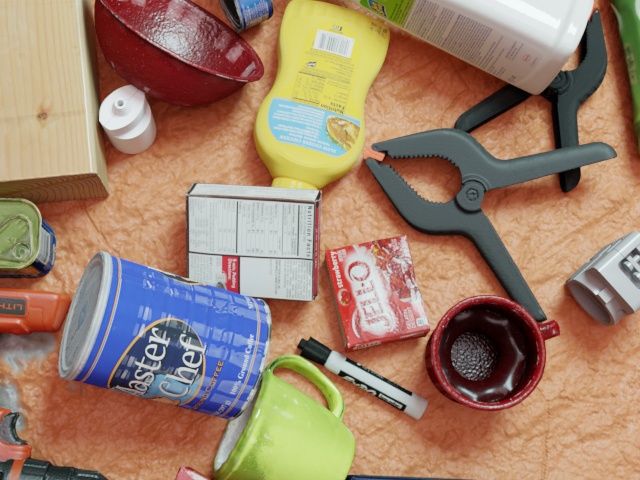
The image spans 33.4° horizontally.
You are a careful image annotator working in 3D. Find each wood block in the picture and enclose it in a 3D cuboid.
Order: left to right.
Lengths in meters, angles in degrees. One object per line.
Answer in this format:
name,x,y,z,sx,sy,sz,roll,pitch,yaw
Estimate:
wood block,-0.238,-0.142,0.908,0.090,0.090,0.206,-6,80,-5

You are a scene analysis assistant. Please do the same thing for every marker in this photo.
marker,0.035,0.116,0.911,0.121,0.020,0.020,29,80,2

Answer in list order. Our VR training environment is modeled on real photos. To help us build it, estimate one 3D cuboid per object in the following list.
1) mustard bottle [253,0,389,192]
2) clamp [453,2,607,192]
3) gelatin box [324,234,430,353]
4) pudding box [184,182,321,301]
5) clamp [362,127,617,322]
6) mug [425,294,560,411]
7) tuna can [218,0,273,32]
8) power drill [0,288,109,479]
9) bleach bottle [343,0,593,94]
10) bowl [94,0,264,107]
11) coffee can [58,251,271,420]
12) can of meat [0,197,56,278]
mustard bottle,-0.006,-0.107,0.928,0.096,0.058,0.191,15,79,-6
clamp,0.212,-0.130,0.954,0.120,0.039,0.171,36,87,-2
gelatin box,0.048,0.046,0.913,0.073,0.030,0.089,-11,72,-4
pudding box,-0.056,0.001,0.893,0.113,0.039,0.090,4,107,5
clamp,0.133,-0.029,0.927,0.210,0.036,0.164,16,94,6
mug,0.143,0.091,0.889,0.117,0.081,0.093,-22,82,-6
tuna can,-0.073,-0.228,0.933,0.033,0.086,0.086,-25,82,-8
power drill,-0.253,0.134,0.875,0.184,0.057,0.187,6,79,-5
bleach bottle,0.091,-0.211,0.889,0.251,0.103,0.068,25,69,-1
bowl,-0.130,-0.161,0.904,0.162,0.162,0.055,35,112,3
coffee can,-0.123,0.077,0.846,0.140,0.103,0.103,18,79,-21
can of meat,-0.275,0.001,0.884,0.102,0.084,0.057,1,80,-3
